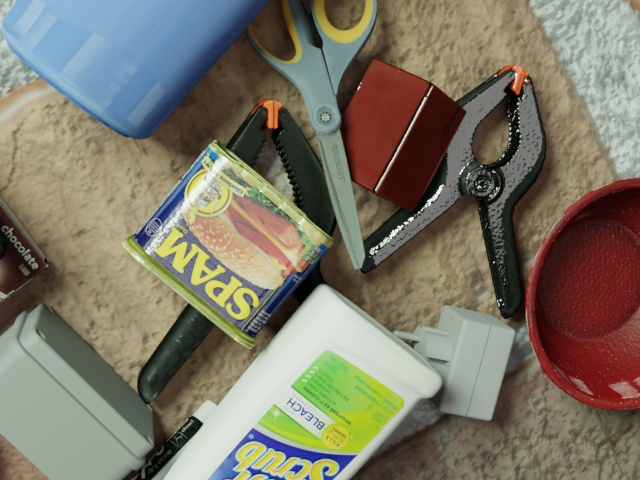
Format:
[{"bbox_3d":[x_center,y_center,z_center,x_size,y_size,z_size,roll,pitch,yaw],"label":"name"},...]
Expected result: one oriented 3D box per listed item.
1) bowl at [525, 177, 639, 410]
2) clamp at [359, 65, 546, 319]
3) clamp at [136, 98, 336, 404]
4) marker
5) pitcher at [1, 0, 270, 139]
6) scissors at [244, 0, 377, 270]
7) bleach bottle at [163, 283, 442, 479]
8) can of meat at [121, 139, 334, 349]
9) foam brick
[{"bbox_3d":[0.204,0.033,0.743,0.162,0.055,0.162,-3,100,-15],"label":"bowl"},{"bbox_3d":[0.112,-0.031,0.725,0.120,0.039,0.171,26,99,-17],"label":"clamp"},{"bbox_3d":[-0.046,0.014,0.701,0.164,0.036,0.210,-7,101,-11],"label":"clamp"},{"bbox_3d":[-0.109,0.153,0.699,0.121,0.020,0.020,-44,106,-25],"label":"marker"},{"bbox_3d":[-0.079,-0.188,0.614,0.149,0.145,0.243,40,93,12],"label":"pitcher"},{"bbox_3d":[0.017,-0.090,0.667,0.096,0.016,0.202,-27,80,-5],"label":"scissors"},{"bbox_3d":[-0.039,0.154,0.679,0.102,0.068,0.251,38,92,-17],"label":"bleach bottle"},{"bbox_3d":[-0.054,0.001,0.651,0.102,0.057,0.084,40,92,-6],"label":"can of meat"},{"bbox_3d":[0.047,-0.067,0.689,0.052,0.051,0.078,25,94,-55],"label":"foam brick"}]
